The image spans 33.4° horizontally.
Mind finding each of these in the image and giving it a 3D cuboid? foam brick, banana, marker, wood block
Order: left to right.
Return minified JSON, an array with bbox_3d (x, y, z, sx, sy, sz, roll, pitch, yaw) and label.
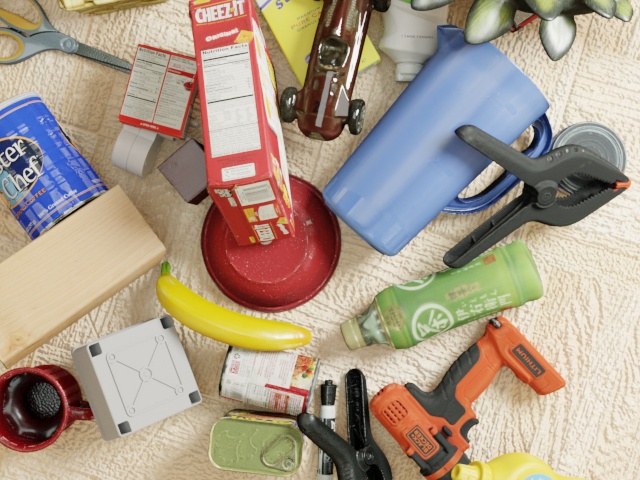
[{"bbox_3d":[-0.279,0.040,1.153,0.206,0.090,0.091,-37,89,-17],"label":"wood block"},{"bbox_3d":[-0.140,-0.075,1.183,0.051,0.078,0.053,-39,88,1],"label":"foam brick"},{"bbox_3d":[-0.108,0.080,1.169,0.198,0.037,0.069,26,51,14],"label":"banana"},{"bbox_3d":[0.007,0.218,1.204,0.020,0.020,0.121,2,90,3],"label":"marker"}]

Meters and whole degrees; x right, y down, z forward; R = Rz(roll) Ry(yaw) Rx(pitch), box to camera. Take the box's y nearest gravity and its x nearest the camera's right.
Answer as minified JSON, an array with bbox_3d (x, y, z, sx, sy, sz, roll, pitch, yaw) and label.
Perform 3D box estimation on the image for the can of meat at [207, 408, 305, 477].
[{"bbox_3d":[-0.067,0.220,1.176,0.102,0.084,0.057,6,90,3],"label":"can of meat"}]

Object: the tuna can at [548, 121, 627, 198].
[{"bbox_3d":[0.293,-0.088,1.179,0.086,0.033,0.086,0,90,3],"label":"tuna can"}]

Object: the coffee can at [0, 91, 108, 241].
[{"bbox_3d":[-0.314,-0.078,1.180,0.103,0.103,0.140,-37,88,3],"label":"coffee can"}]

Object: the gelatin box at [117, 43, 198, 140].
[{"bbox_3d":[-0.171,-0.161,1.154,0.073,0.030,0.089,15,90,4],"label":"gelatin box"}]

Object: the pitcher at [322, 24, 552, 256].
[{"bbox_3d":[0.126,-0.096,1.149,0.243,0.144,0.149,-48,67,6],"label":"pitcher"}]

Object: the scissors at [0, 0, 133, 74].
[{"bbox_3d":[-0.305,-0.212,1.223,0.202,0.016,0.096,37,94,3],"label":"scissors"}]

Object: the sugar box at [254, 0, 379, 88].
[{"bbox_3d":[-0.014,-0.254,1.191,0.093,0.048,0.176,-29,90,3],"label":"sugar box"}]

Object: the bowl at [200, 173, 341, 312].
[{"bbox_3d":[-0.058,0.001,1.190,0.162,0.055,0.162,0,90,3],"label":"bowl"}]

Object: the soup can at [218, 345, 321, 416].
[{"bbox_3d":[-0.056,0.153,1.183,0.102,0.068,0.068,13,91,3],"label":"soup can"}]

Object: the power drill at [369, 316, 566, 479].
[{"bbox_3d":[0.176,0.190,1.175,0.187,0.057,0.184,-42,94,2],"label":"power drill"}]

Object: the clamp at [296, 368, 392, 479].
[{"bbox_3d":[0.032,0.236,1.163,0.039,0.120,0.171,-19,90,44],"label":"clamp"}]

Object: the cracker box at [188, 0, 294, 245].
[{"bbox_3d":[-0.081,-0.123,1.106,0.072,0.164,0.214,-10,69,4],"label":"cracker box"}]

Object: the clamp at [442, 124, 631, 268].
[{"bbox_3d":[0.224,-0.045,1.125,0.209,0.036,0.165,-1,122,-17],"label":"clamp"}]

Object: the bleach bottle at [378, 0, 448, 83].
[{"bbox_3d":[0.093,-0.301,1.177,0.102,0.068,0.251,2,93,4],"label":"bleach bottle"}]

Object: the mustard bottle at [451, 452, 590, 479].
[{"bbox_3d":[0.220,0.279,1.138,0.191,0.058,0.096,26,98,-21],"label":"mustard bottle"}]

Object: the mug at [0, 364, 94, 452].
[{"bbox_3d":[-0.304,0.184,1.191,0.117,0.081,0.093,4,90,4],"label":"mug"}]
